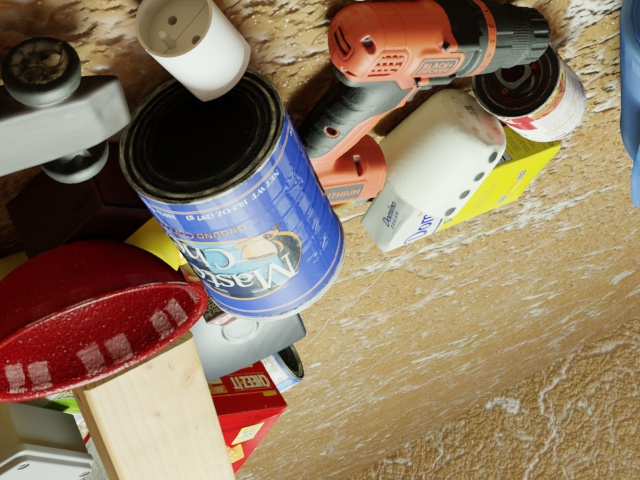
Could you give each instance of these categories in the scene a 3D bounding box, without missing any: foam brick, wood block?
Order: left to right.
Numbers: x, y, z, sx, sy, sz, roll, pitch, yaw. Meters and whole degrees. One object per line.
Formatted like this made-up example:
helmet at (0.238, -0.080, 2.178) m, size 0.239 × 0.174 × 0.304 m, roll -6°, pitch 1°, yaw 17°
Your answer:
foam brick at (-0.153, -0.021, 0.687) m, size 0.078 × 0.053 × 0.051 m, roll -36°, pitch 160°, yaw 28°
wood block at (-0.139, 0.144, 0.863) m, size 0.090 × 0.091 × 0.206 m, roll -27°, pitch 134°, yaw -19°

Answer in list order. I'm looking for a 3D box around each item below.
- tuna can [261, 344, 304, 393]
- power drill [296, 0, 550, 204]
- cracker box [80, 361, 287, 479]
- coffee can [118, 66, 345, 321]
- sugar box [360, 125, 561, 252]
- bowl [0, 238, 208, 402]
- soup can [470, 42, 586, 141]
tuna can at (-0.053, 0.124, 1.169) m, size 0.034 × 0.086 × 0.086 m, roll -31°, pitch 161°, yaw 10°
power drill at (0.053, -0.100, 0.751) m, size 0.184 × 0.057 × 0.188 m, roll -8°, pitch 152°, yaw -36°
cracker box at (-0.155, 0.216, 1.062) m, size 0.163 × 0.072 × 0.214 m, roll 1°, pitch 133°, yaw -44°
coffee can at (-0.051, -0.026, 0.670) m, size 0.103 × 0.103 × 0.140 m, roll -27°, pitch 143°, yaw 0°
sugar box at (0.128, -0.052, 0.970) m, size 0.175 × 0.048 × 0.093 m, roll -24°, pitch 158°, yaw -32°
bowl at (-0.156, 0.045, 0.685) m, size 0.162 × 0.055 × 0.162 m, roll -23°, pitch 161°, yaw -8°
soup can at (0.164, -0.118, 0.830) m, size 0.069 × 0.068 × 0.102 m, roll -33°, pitch 161°, yaw 19°
